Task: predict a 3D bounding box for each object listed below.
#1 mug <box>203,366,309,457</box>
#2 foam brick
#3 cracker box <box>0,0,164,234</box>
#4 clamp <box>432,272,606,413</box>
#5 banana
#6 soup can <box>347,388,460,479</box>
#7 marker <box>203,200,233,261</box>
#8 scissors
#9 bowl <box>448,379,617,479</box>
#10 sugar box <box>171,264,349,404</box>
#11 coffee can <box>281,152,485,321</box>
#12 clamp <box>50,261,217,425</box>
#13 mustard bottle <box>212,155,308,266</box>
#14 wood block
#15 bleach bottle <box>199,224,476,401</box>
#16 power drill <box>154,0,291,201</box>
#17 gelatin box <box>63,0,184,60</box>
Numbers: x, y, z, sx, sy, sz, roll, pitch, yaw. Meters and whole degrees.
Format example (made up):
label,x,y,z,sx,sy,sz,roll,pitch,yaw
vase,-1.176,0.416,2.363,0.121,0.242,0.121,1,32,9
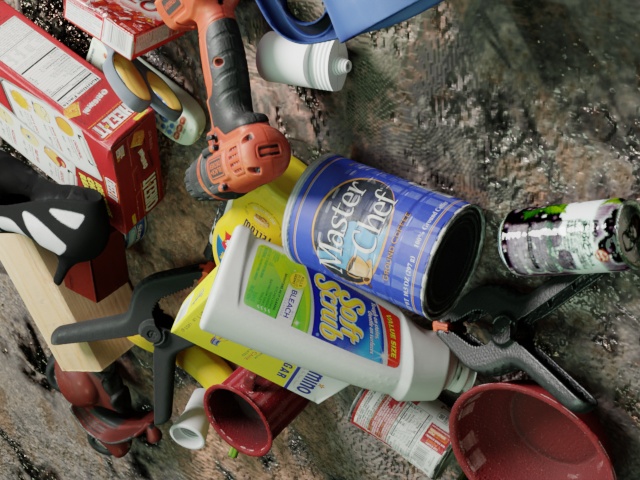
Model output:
label,x,y,z,sx,sy,sz,roll,pitch,yaw
mug,-0.064,0.162,1.140,0.093,0.081,0.117,27,134,24
foam brick,-0.249,0.018,1.168,0.053,0.051,0.078,23,132,29
cracker box,-0.260,-0.125,1.086,0.214,0.072,0.164,36,155,15
clamp,0.165,0.085,0.883,0.172,0.039,0.120,-15,64,50
banana,-0.141,0.155,1.221,0.198,0.069,0.037,48,180,12
soup can,0.086,0.175,1.028,0.102,0.068,0.069,33,136,18
marker,-0.098,-0.020,1.085,0.020,0.020,0.121,38,137,13
scissors,-0.183,-0.179,1.011,0.016,0.096,0.202,-43,45,18
bowl,0.196,0.179,0.944,0.162,0.055,0.162,23,132,28
sugar box,-0.048,0.096,1.053,0.176,0.048,0.093,30,141,-15
coffee can,0.053,-0.005,0.900,0.140,0.102,0.103,22,132,28
clamp,-0.191,0.093,1.172,0.164,0.036,0.210,33,115,-8
mustard bottle,-0.057,0.002,1.035,0.096,0.058,0.192,38,138,9
wood block,-0.296,0.043,1.251,0.090,0.090,0.206,-7,115,45
bleach bottle,0.023,0.077,0.969,0.250,0.102,0.068,21,147,-6
power drill,-0.091,-0.128,0.922,0.185,0.057,0.187,-12,93,64
gelatin box,-0.179,-0.208,0.977,0.089,0.073,0.030,34,134,19
